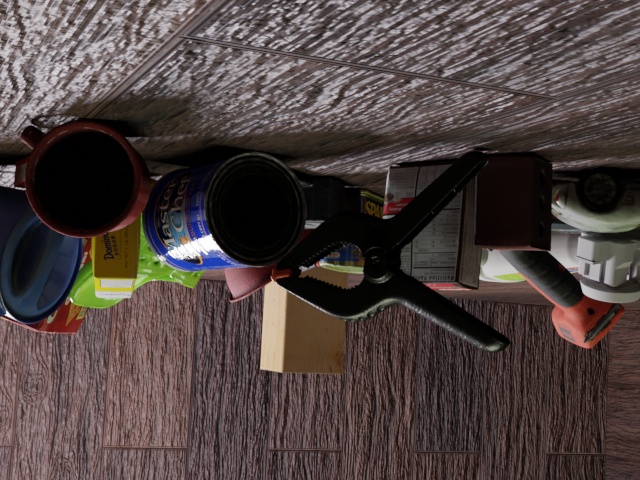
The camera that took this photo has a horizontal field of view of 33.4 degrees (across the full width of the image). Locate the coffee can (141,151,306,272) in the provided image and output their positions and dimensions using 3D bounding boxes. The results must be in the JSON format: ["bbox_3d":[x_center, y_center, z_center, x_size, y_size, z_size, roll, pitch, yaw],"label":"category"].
[{"bbox_3d":[-0.092,-0.024,0.993,0.102,0.103,0.141,6,174,-31],"label":"coffee can"}]

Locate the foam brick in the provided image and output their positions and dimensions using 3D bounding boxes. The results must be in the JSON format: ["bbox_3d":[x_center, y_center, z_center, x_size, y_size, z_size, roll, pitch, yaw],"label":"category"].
[{"bbox_3d":[0.164,-0.031,0.902,0.051,0.078,0.052,-1,176,32],"label":"foam brick"}]

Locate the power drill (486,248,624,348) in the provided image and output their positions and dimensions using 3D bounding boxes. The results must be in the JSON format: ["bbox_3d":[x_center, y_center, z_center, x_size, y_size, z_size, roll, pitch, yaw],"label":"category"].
[{"bbox_3d":[0.207,0.023,1.083,0.187,0.057,0.184,42,180,-6],"label":"power drill"}]

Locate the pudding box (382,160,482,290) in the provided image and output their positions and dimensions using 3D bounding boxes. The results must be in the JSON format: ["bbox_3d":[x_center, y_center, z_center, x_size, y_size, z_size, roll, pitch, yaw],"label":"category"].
[{"bbox_3d":[0.099,-0.012,0.945,0.090,0.113,0.039,-1,170,40],"label":"pudding box"}]

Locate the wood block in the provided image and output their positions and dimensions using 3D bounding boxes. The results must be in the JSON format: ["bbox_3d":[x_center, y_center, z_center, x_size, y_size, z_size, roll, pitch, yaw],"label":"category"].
[{"bbox_3d":[-0.021,0.076,1.455,0.090,0.206,0.090,5,175,-23],"label":"wood block"}]

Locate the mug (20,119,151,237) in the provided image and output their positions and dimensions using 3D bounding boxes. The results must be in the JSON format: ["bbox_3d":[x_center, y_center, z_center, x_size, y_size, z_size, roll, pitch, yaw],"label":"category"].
[{"bbox_3d":[-0.195,-0.055,0.876,0.117,0.093,0.081,34,180,2],"label":"mug"}]

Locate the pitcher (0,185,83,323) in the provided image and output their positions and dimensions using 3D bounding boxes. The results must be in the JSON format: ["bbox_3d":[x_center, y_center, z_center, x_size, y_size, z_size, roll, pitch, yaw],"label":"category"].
[{"bbox_3d":[-0.385,0.001,1.106,0.243,0.145,0.149,13,-176,21],"label":"pitcher"}]

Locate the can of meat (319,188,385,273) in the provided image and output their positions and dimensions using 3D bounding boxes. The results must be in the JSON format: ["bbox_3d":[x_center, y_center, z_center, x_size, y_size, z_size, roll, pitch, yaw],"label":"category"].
[{"bbox_3d":[0.037,-0.009,1.177,0.058,0.084,0.102,1,174,23],"label":"can of meat"}]

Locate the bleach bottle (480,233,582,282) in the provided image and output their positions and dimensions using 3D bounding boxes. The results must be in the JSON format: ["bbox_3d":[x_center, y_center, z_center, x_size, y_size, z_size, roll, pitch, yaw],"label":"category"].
[{"bbox_3d":[0.314,0.014,1.381,0.102,0.068,0.251,6,172,-33],"label":"bleach bottle"}]

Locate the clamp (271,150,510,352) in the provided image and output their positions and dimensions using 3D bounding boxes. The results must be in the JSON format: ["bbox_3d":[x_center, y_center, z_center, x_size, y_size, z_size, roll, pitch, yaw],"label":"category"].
[{"bbox_3d":[0.059,0.028,0.903,0.210,0.164,0.036,-15,171,23],"label":"clamp"}]

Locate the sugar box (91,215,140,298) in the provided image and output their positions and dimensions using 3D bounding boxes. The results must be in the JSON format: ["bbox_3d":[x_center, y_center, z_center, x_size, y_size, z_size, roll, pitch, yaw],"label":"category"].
[{"bbox_3d":[-0.205,0.004,1.062,0.048,0.093,0.176,2,170,-13],"label":"sugar box"}]

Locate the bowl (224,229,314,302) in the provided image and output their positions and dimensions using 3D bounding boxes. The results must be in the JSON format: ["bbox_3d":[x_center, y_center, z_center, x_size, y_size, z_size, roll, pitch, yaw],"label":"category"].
[{"bbox_3d":[-0.058,0.002,1.250,0.162,0.055,0.162,-37,-172,6],"label":"bowl"}]

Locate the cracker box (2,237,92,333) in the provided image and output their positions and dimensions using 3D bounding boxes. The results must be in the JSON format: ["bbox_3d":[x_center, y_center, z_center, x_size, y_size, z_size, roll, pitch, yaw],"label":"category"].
[{"bbox_3d":[-0.334,0.034,1.379,0.072,0.164,0.214,21,175,1],"label":"cracker box"}]
